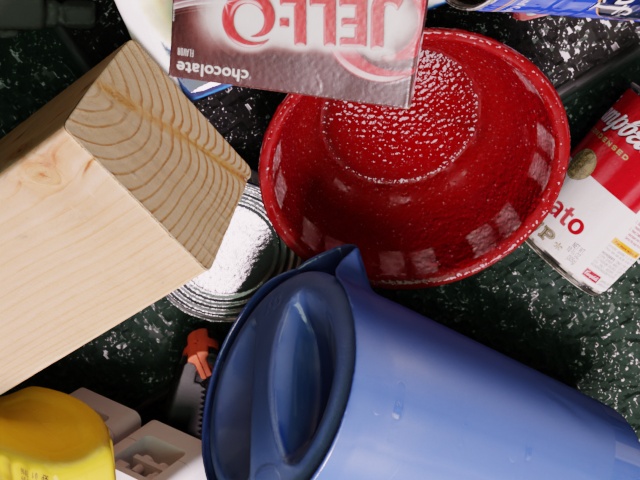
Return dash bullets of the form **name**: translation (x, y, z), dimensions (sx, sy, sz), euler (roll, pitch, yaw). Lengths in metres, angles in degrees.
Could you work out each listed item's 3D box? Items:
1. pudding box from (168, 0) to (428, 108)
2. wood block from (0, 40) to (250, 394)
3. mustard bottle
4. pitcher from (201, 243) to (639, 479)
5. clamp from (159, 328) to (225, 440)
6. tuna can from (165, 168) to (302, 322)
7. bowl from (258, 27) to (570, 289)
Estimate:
- **pudding box**: translation (-0.008, -0.112, 0.472), dimensions (0.113, 0.039, 0.090), euler (9, 113, 5)
- **wood block**: translation (-0.147, 0.004, 0.530), dimensions (0.206, 0.090, 0.090), euler (-30, 114, 29)
- **mustard bottle**: translation (-0.136, 0.180, 0.563), dimensions (0.058, 0.096, 0.192), euler (-17, 113, -37)
- **pitcher**: translation (0.062, 0.122, 0.592), dimensions (0.242, 0.145, 0.149), euler (23, 123, -31)
- **clamp**: translation (-0.052, 0.151, 0.666), dimensions (0.164, 0.036, 0.210), euler (-23, 117, 4)
- **tuna can**: translation (-0.054, 0.001, 0.603), dimensions (0.086, 0.034, 0.086), euler (-2, 113, -5)
- **bowl**: translation (0.046, -0.051, 0.568), dimensions (0.162, 0.055, 0.162), euler (-3, 129, -3)
